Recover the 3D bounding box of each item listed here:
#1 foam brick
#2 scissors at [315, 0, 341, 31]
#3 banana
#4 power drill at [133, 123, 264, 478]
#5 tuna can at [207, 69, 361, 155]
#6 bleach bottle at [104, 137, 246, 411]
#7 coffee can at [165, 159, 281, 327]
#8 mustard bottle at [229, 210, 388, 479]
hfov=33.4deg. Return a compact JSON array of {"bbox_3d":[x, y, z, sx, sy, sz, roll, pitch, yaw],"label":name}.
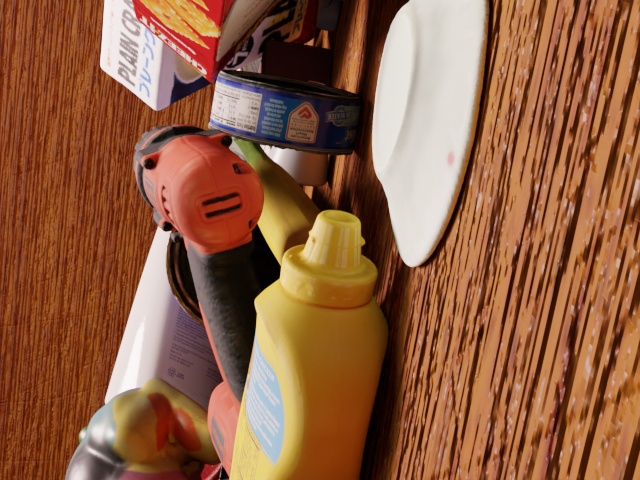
[{"bbox_3d":[-0.023,-0.109,0.808,0.078,0.051,0.053,120,157,-71],"label":"foam brick"},{"bbox_3d":[0.020,-0.250,0.753,0.096,0.016,0.202,-129,47,-78],"label":"scissors"},{"bbox_3d":[-0.014,-0.003,0.592,0.037,0.069,0.198,-42,28,3],"label":"banana"},{"bbox_3d":[-0.057,0.028,0.594,0.184,0.057,0.187,-141,34,-71],"label":"power drill"},{"bbox_3d":[-0.020,-0.075,0.616,0.086,0.086,0.034,-113,32,-76],"label":"tuna can"},{"bbox_3d":[-0.094,0.029,0.864,0.068,0.102,0.250,-9,57,39],"label":"bleach bottle"},{"bbox_3d":[-0.055,0.001,0.745,0.140,0.102,0.103,-123,41,-79],"label":"coffee can"},{"bbox_3d":[-0.008,0.078,0.478,0.096,0.058,0.192,-114,31,-65],"label":"mustard bottle"}]
